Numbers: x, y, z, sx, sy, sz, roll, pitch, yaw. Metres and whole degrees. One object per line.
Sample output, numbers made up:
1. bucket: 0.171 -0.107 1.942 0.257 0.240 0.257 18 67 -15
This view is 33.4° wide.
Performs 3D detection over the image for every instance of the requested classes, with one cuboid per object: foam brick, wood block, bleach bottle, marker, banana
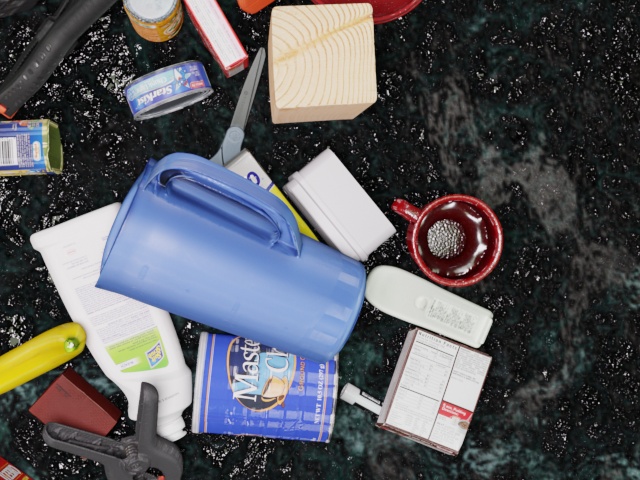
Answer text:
1. foam brick: -0.253 0.178 1.108 0.078 0.051 0.053 43 89 -5
2. wood block: -0.003 -0.166 1.030 0.091 0.206 0.090 -3 93 -3
3. bleach bottle: -0.205 0.093 1.103 0.102 0.068 0.251 -21 96 -3
4. marker: 0.077 0.190 1.145 0.121 0.020 0.020 30 90 -4
5. banana: -0.299 0.122 1.084 0.198 0.069 0.037 -27 83 31

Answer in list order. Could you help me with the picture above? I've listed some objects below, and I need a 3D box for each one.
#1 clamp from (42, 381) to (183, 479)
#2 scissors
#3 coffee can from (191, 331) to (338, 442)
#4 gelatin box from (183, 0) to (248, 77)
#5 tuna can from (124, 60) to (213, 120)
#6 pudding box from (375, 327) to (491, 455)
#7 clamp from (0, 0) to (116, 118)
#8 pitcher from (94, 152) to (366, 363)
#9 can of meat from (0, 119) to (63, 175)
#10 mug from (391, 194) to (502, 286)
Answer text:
1. clamp: -0.200 0.215 1.077 0.120 0.039 0.171 -13 129 4
2. scissors: -0.078 -0.093 1.124 0.096 0.016 0.202 33 91 -6
3. coffee can: -0.057 0.151 1.093 0.140 0.103 0.103 5 92 -4
4. gelatin box: -0.107 -0.213 1.088 0.030 0.073 0.089 -31 94 -2
5. tuna can: -0.154 -0.152 1.082 0.086 0.086 0.034 -21 92 -2
6. pudding box: 0.120 0.159 1.127 0.090 0.039 0.113 22 76 -3
7. clamp: -0.260 -0.212 1.070 0.036 0.164 0.210 36 113 -24
8. pitcher: -0.079 0.020 1.014 0.242 0.149 0.145 23 86 -11
9. can of meat: -0.307 -0.092 1.068 0.084 0.102 0.057 -3 93 -6
10. mug: 0.124 -0.008 1.107 0.117 0.081 0.093 30 91 -5
